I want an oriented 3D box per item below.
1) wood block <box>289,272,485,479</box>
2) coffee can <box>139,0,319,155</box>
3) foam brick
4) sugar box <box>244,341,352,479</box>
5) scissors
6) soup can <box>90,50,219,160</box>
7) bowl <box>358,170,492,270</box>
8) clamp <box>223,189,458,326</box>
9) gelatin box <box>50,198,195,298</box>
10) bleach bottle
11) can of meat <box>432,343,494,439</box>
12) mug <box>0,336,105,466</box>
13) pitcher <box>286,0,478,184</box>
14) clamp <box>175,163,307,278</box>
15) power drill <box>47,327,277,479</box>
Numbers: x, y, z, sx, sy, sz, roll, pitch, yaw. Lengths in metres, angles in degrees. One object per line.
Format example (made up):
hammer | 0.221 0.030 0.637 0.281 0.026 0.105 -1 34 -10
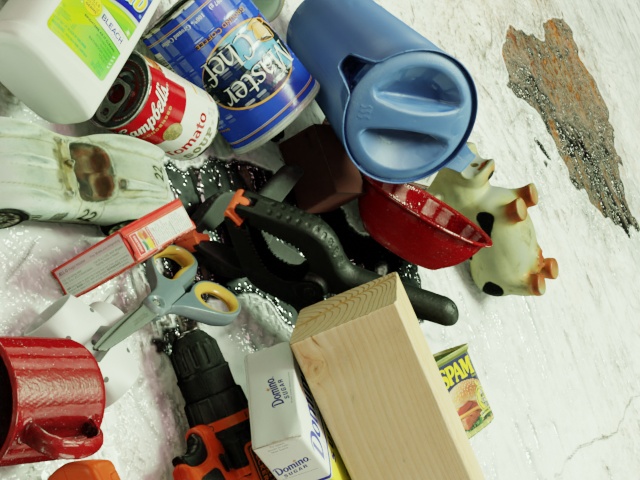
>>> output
wood block | 0.060 0.144 0.860 0.090 0.091 0.206 -72 139 -76
coffee can | -0.083 -0.165 0.985 0.140 0.103 0.102 50 38 -17
foam brick | 0.002 -0.072 1.076 0.051 0.053 0.078 -2 70 -52
sugar box | -0.004 0.170 0.860 0.093 0.048 0.176 -100 168 -45
scissors | -0.110 0.058 0.817 0.096 0.016 0.201 32 21 -11
soup can | -0.140 -0.111 0.895 0.102 0.069 0.068 23 50 -58
bowl | 0.098 -0.016 1.120 0.162 0.055 0.162 29 13 -8
clamp | 0.006 0.032 0.912 0.210 0.165 0.036 50 36 -22
gelatin box | -0.148 0.008 0.806 0.030 0.089 0.073 60 36 -4
bleach bottle | -0.167 -0.215 0.836 0.102 0.068 0.250 50 52 -41
can of meat | 0.125 0.160 1.081 0.101 0.058 0.084 -18 85 -54
mug | -0.185 0.107 0.684 0.081 0.117 0.093 8 102 -54
pitcher | 0.055 -0.161 1.064 0.243 0.145 0.149 -121 -157 -55
clamp | -0.056 0.001 0.970 0.171 0.039 0.120 -22 87 -46
power drill | -0.107 0.168 0.784 0.187 0.057 0.184 -18 83 -54
